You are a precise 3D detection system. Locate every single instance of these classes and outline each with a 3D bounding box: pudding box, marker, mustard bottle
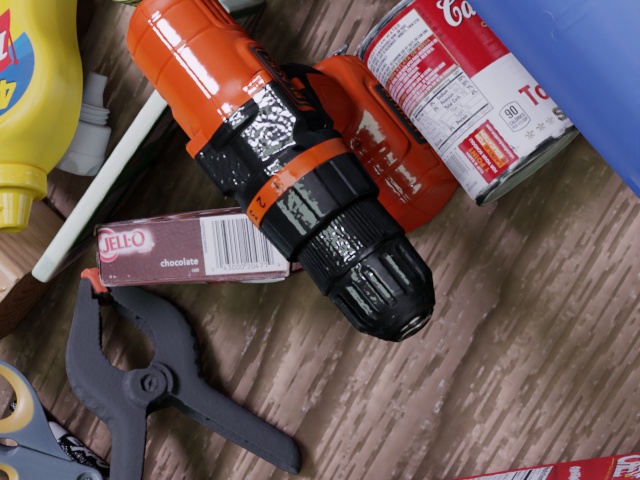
[{"bbox_3d":[-0.054,0.001,0.591,0.114,0.090,0.039,-2,95,20],"label":"pudding box"},{"bbox_3d":[-0.152,0.140,0.677,0.121,0.020,0.020,37,106,14],"label":"marker"},{"bbox_3d":[-0.181,-0.099,0.623,0.096,0.058,0.191,-12,75,31],"label":"mustard bottle"}]

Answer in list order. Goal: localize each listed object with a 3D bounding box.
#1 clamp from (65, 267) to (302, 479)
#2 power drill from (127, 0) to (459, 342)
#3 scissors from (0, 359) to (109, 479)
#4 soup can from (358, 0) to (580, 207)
[{"bbox_3d":[-0.088,0.090,0.628,0.120,0.039,0.171,-15,73,-22],"label":"clamp"},{"bbox_3d":[0.009,-0.038,0.513,0.057,0.187,0.184,-40,79,17],"label":"power drill"},{"bbox_3d":[-0.143,0.122,0.627,0.201,0.016,0.096,9,77,-21],"label":"scissors"},{"bbox_3d":[0.076,-0.076,0.547,0.069,0.068,0.102,-40,81,19],"label":"soup can"}]
